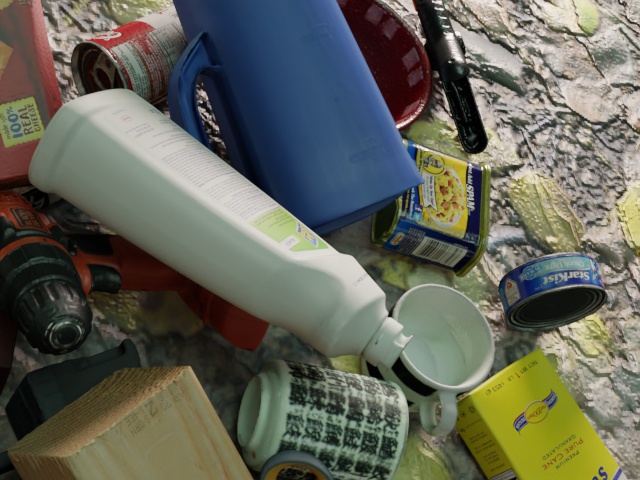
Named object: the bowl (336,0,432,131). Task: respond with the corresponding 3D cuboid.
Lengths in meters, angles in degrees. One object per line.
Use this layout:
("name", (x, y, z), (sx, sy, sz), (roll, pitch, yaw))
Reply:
("bowl", (0.015, -0.147, 0.928), (0.162, 0.055, 0.162), (12, 58, -21))

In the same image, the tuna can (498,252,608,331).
("tuna can", (0.193, 0.043, 0.890), (0.086, 0.086, 0.034), (3, 60, -25))

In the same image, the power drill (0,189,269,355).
("power drill", (-0.126, 0.027, 0.698), (0.187, 0.057, 0.185), (12, 18, -33))

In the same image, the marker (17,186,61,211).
("marker", (-0.215, -0.025, 0.765), (0.120, 0.020, 0.020), (-30, 79, -36))

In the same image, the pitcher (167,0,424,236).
("pitcher", (-0.035, -0.119, 0.790), (0.145, 0.149, 0.243), (-23, 91, 10))

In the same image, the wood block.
("wood block", (-0.081, 0.184, 0.624), (0.090, 0.091, 0.206), (-36, 106, -35))

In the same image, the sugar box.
("sugar box", (0.183, 0.182, 0.831), (0.093, 0.048, 0.176), (-26, 76, -35))

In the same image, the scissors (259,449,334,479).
("scissors", (0.027, 0.195, 0.729), (0.201, 0.096, 0.016), (13, 20, -18))

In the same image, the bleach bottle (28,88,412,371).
("bleach bottle", (-0.054, 0.001, 0.672), (0.251, 0.068, 0.102), (36, 24, 8))

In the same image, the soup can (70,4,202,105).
("soup can", (-0.135, -0.141, 0.841), (0.102, 0.069, 0.068), (-34, 81, -37))

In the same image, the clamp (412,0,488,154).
("clamp", (0.118, -0.164, 0.984), (0.039, 0.120, 0.171), (-12, 47, 5))

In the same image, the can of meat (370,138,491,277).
("can of meat", (0.093, -0.029, 0.900), (0.083, 0.058, 0.102), (18, 56, -15))
